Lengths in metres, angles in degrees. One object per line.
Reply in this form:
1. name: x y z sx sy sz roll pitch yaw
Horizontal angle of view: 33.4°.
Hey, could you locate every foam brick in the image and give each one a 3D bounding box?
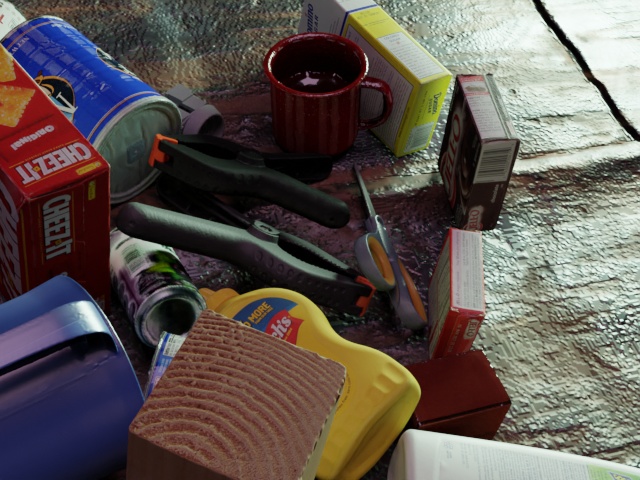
1. foam brick: 0.091 0.122 0.789 0.078 0.053 0.051 -10 51 -21

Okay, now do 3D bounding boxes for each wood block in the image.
1. wood block: -0.056 0.149 0.626 0.090 0.206 0.090 22 47 8

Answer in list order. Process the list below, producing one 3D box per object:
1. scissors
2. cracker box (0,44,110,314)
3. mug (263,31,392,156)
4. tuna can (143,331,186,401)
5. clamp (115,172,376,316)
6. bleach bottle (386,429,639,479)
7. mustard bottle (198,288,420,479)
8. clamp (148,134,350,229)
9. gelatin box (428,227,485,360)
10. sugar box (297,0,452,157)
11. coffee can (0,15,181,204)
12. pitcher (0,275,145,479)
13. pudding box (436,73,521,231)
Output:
1. scissors: 0.039 -0.013 0.890 0.016 0.096 0.202 -33 53 15
2. cracker box: -0.241 -0.051 0.800 0.072 0.164 0.214 -27 58 -29
3. mug: 0.007 -0.128 0.970 0.117 0.081 0.093 5 47 5
4. tuna can: -0.103 0.108 0.737 0.033 0.086 0.086 13 47 -2
5. clamp: -0.056 0.001 0.855 0.210 0.036 0.164 23 14 -10
6. bleach bottle: 0.173 0.196 0.733 0.250 0.068 0.102 10 47 -6
7. mustard bottle: -0.027 0.089 0.774 0.192 0.058 0.096 34 80 33
8. clamp: -0.055 -0.052 0.893 0.171 0.039 0.120 6 21 -20
9. gelatin box: 0.108 0.047 0.846 0.030 0.073 0.089 8 47 -4
10. sugar box: 0.046 -0.170 1.018 0.048 0.093 0.176 -19 55 -29
11. coffee can: -0.202 -0.111 0.905 0.140 0.103 0.102 38 51 22
12. pitcher: -0.231 0.119 0.630 0.242 0.149 0.145 -25 28 -31
13. pudding box: 0.136 -0.076 0.938 0.039 0.113 0.090 -3 48 -11
